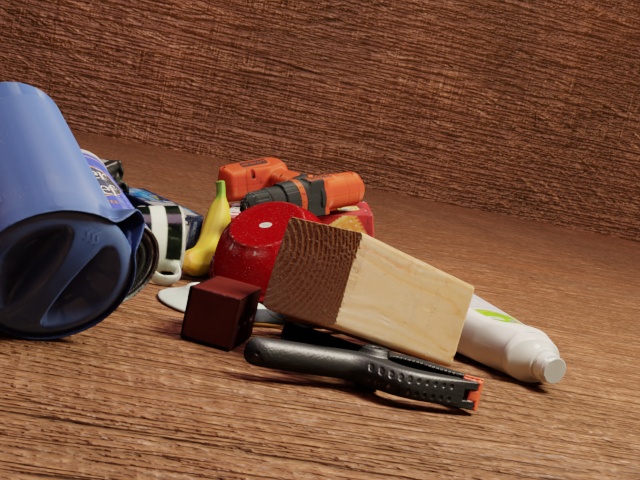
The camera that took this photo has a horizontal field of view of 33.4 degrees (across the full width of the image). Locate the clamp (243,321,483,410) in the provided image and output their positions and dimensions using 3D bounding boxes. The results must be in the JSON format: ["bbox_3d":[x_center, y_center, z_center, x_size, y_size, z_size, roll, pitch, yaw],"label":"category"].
[{"bbox_3d":[0.042,0.112,0.974,0.210,0.036,0.164,13,4,3],"label":"clamp"}]

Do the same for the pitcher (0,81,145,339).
[{"bbox_3d":[-0.265,-0.032,0.933,0.149,0.145,0.243,8,32,-33],"label":"pitcher"}]

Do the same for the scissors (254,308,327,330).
[{"bbox_3d":[0.013,0.085,1.122,0.201,0.016,0.096,7,-13,-37],"label":"scissors"}]

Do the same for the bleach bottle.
[{"bbox_3d":[0.173,0.100,1.186,0.102,0.068,0.251,8,11,-30],"label":"bleach bottle"}]

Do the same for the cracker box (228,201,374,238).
[{"bbox_3d":[-0.034,-0.015,1.507,0.213,0.072,0.164,0,7,1],"label":"cracker box"}]

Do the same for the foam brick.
[{"bbox_3d":[-0.094,0.069,1.019,0.051,0.053,0.078,14,9,10],"label":"foam brick"}]

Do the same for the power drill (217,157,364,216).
[{"bbox_3d":[-0.062,-0.067,1.440,0.184,0.057,0.188,-10,18,-33],"label":"power drill"}]

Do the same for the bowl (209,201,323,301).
[{"bbox_3d":[-0.058,0.002,1.260,0.162,0.055,0.162,-8,35,5],"label":"bowl"}]

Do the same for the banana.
[{"bbox_3d":[-0.145,0.000,1.349,0.037,0.069,0.197,-12,29,14],"label":"banana"}]

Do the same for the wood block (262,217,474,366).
[{"bbox_3d":[0.051,0.054,1.034,0.091,0.090,0.205,12,-8,39],"label":"wood block"}]
